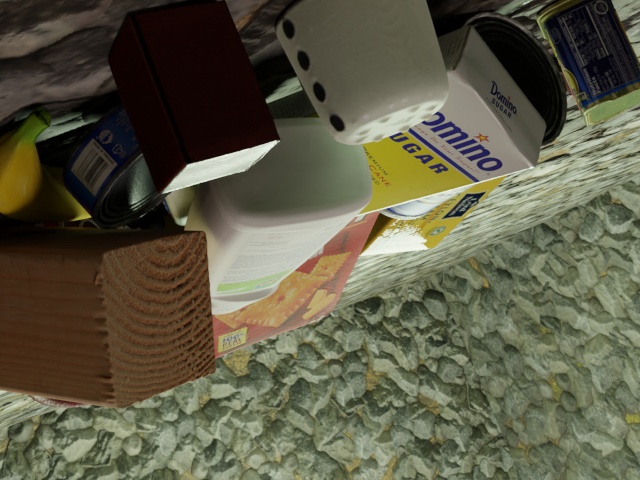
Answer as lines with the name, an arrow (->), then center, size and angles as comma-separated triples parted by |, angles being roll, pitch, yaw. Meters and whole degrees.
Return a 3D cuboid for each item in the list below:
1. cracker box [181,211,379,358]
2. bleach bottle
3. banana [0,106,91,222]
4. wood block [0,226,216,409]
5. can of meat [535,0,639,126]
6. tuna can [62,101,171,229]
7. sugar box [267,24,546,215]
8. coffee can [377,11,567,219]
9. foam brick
cracker box -> -0.041, 0.008, 0.938 | 0.163, 0.072, 0.214 | -19, 151, -29
bleach bottle -> -0.055, 0.001, 0.728 | 0.102, 0.068, 0.251 | -7, 162, -23
banana -> -0.160, -0.035, 0.660 | 0.069, 0.037, 0.197 | -22, 173, 4
wood block -> -0.174, 0.041, 0.670 | 0.206, 0.091, 0.090 | 2, -170, 35
can of meat -> 0.211, -0.139, 0.818 | 0.057, 0.084, 0.102 | -24, 173, 14
tuna can -> -0.108, -0.048, 0.626 | 0.086, 0.034, 0.086 | -42, 169, -10
sugar box -> 0.045, -0.068, 0.693 | 0.177, 0.093, 0.048 | -13, -136, 42
coffee can -> 0.092, -0.087, 0.776 | 0.102, 0.103, 0.141 | -16, 171, -39
foam brick -> -0.064, -0.071, 0.527 | 0.051, 0.078, 0.053 | -19, 174, -26
